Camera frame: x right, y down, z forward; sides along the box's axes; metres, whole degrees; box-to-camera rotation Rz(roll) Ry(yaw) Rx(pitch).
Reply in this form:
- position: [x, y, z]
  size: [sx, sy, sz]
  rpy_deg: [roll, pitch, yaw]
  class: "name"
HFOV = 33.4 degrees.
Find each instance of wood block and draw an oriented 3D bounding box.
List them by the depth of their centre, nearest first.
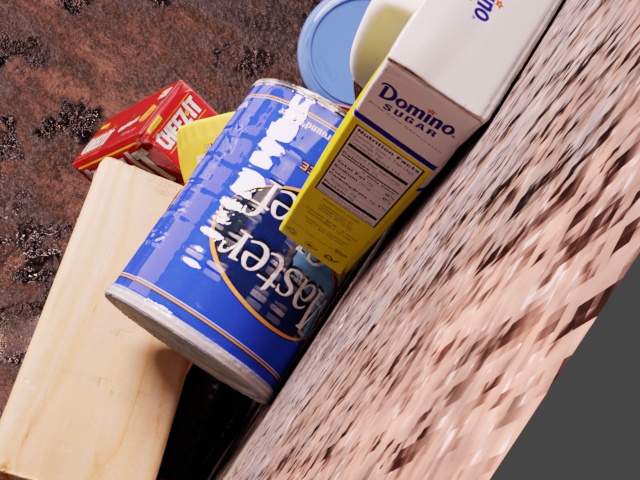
- position: [-0.127, 0.067, 0.637]
  size: [0.091, 0.090, 0.206]
  rpy_deg: [128, 160, -53]
  class: "wood block"

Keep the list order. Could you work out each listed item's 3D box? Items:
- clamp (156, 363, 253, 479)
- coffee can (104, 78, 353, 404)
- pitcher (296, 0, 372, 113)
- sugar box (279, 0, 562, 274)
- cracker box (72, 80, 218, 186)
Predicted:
- position: [-0.049, 0.065, 0.671]
  size: [0.209, 0.036, 0.164]
  rpy_deg: [-59, -16, -25]
  class: "clamp"
- position: [-0.032, 0.000, 0.568]
  size: [0.140, 0.103, 0.103]
  rpy_deg: [-56, 0, -13]
  class: "coffee can"
- position: [0.052, -0.157, 0.968]
  size: [0.243, 0.145, 0.149]
  rpy_deg: [-11, -53, -86]
  class: "pitcher"
- position: [0.039, -0.055, 0.440]
  size: [0.093, 0.048, 0.176]
  rpy_deg: [-56, -1, -24]
  class: "sugar box"
- position: [-0.103, -0.032, 0.973]
  size: [0.164, 0.213, 0.072]
  rpy_deg: [-12, 39, 56]
  class: "cracker box"
